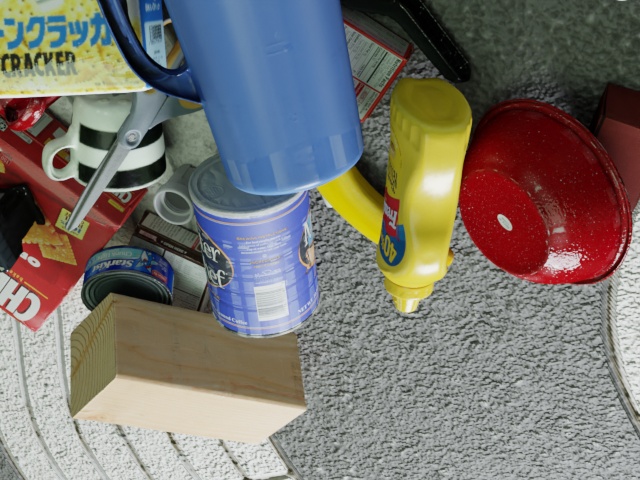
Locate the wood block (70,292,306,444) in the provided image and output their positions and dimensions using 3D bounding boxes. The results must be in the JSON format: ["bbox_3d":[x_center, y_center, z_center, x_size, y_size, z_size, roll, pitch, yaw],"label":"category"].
[{"bbox_3d":[-0.126,0.126,1.023,0.205,0.090,0.091,16,140,-34],"label":"wood block"}]

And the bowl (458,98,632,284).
[{"bbox_3d":[0.158,-0.025,0.826,0.162,0.055,0.162,38,145,33],"label":"bowl"}]

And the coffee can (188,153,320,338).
[{"bbox_3d":[-0.056,0.001,0.949,0.103,0.102,0.140,7,129,16],"label":"coffee can"}]

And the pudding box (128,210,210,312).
[{"bbox_3d":[-0.152,0.036,1.058,0.090,0.039,0.114,25,133,0],"label":"pudding box"}]

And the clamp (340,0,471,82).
[{"bbox_3d":[0.063,-0.199,0.785,0.171,0.039,0.120,31,133,-4],"label":"clamp"}]

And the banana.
[{"bbox_3d":[0.040,-0.038,0.911,0.070,0.037,0.197,-4,137,43],"label":"banana"}]

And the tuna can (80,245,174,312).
[{"bbox_3d":[-0.181,0.042,1.005,0.086,0.033,0.086,0,142,0],"label":"tuna can"}]

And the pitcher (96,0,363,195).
[{"bbox_3d":[-0.055,-0.156,0.761,0.149,0.144,0.243,4,122,32],"label":"pitcher"}]

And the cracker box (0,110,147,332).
[{"bbox_3d":[-0.291,-0.023,1.043,0.164,0.072,0.214,38,131,-9],"label":"cracker box"}]

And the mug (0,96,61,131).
[{"bbox_3d":[-0.246,-0.145,0.905,0.093,0.117,0.082,19,147,-39],"label":"mug"}]

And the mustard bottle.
[{"bbox_3d":[0.077,-0.025,0.843,0.058,0.096,0.192,-2,123,-9],"label":"mustard bottle"}]

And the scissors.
[{"bbox_3d":[-0.140,-0.091,0.898,0.096,0.016,0.202,10,111,-35],"label":"scissors"}]

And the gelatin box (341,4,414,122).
[{"bbox_3d":[0.018,-0.147,0.851,0.089,0.030,0.073,30,131,-7],"label":"gelatin box"}]
